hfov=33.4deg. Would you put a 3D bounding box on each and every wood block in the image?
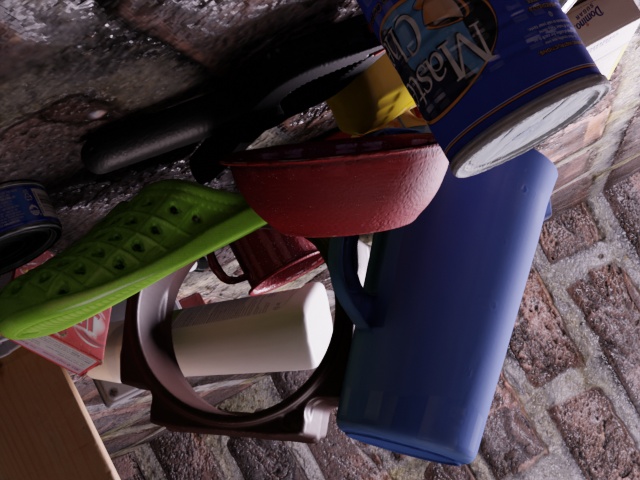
[{"bbox_3d":[-0.253,0.162,0.947,0.090,0.206,0.090,-26,170,-15],"label":"wood block"}]

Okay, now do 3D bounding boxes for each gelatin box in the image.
[{"bbox_3d":[-0.200,0.050,0.803,0.089,0.073,0.030,34,128,-31],"label":"gelatin box"}]

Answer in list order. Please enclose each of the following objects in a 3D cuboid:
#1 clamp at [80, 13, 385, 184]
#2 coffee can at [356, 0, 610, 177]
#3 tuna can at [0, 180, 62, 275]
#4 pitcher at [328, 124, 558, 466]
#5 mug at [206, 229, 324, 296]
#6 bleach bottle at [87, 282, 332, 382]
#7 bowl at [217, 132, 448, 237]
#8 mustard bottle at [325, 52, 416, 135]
[{"bbox_3d":[-0.048,-0.092,0.712,0.210,0.036,0.164,-29,171,25],"label":"clamp"},{"bbox_3d":[0.090,-0.123,0.630,0.102,0.140,0.103,-27,170,-5],"label":"coffee can"},{"bbox_3d":[-0.216,-0.004,0.709,0.086,0.034,0.086,-27,170,-5],"label":"tuna can"},{"bbox_3d":[0.083,0.038,0.814,0.149,0.243,0.145,12,166,15],"label":"pitcher"},{"bbox_3d":[-0.057,0.001,1.032,0.117,0.081,0.093,-24,169,-23],"label":"mug"},{"bbox_3d":[-0.121,0.093,1.002,0.251,0.068,0.102,-7,-168,14],"label":"bleach bottle"},{"bbox_3d":[0.015,-0.037,0.708,0.162,0.055,0.162,-5,-171,1],"label":"bowl"},{"bbox_3d":[0.100,-0.142,0.800,0.191,0.058,0.096,-26,177,-17],"label":"mustard bottle"}]
